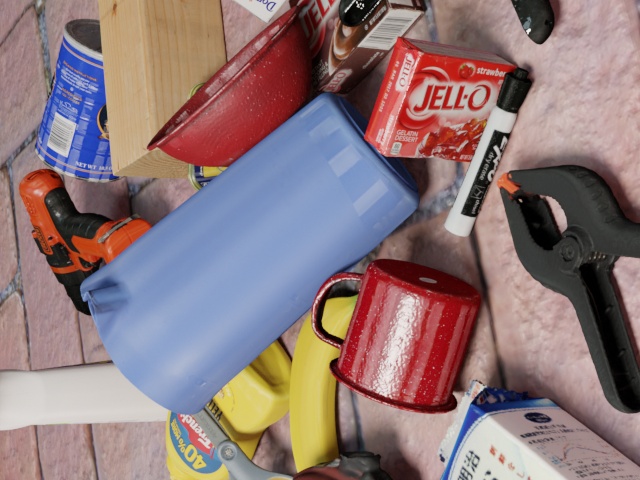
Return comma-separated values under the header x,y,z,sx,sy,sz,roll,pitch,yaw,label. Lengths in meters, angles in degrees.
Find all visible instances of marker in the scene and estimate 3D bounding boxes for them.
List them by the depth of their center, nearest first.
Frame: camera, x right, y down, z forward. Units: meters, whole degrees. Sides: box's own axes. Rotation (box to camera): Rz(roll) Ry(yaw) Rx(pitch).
x,y,z,sx,sy,sz,roll,pitch,yaw,label
0.113,-0.059,0.721,0.020,0.020,0.121,44,123,44,marker

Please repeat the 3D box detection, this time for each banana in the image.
x,y,z,sx,sy,sz,roll,pitch,yaw,label
0.003,0.128,0.850,0.070,0.037,0.198,17,103,52,banana

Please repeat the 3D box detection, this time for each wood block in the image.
x,y,z,sx,sy,sz,roll,pitch,yaw,label
-0.150,-0.170,1.018,0.091,0.090,0.206,-20,74,52,wood block

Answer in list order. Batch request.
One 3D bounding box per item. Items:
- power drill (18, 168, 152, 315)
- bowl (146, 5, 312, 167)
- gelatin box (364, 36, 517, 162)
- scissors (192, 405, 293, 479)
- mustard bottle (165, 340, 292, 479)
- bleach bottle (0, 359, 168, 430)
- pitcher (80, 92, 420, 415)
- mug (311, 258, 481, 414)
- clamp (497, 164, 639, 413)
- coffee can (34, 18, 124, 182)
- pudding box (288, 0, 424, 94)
x,y,z,sx,sy,sz,roll,pitch,yaw,label
-0.231,0.023,1.115,0.188,0.057,0.184,18,137,43,power drill
-0.059,-0.107,0.826,0.055,0.162,0.162,47,142,-14,bowl
0.079,-0.091,0.709,0.030,0.089,0.073,44,123,44,gelatin box
-0.082,0.196,0.884,0.202,0.016,0.096,35,80,15,scissors
-0.093,0.160,0.959,0.096,0.058,0.192,52,130,24,mustard bottle
-0.234,0.143,0.988,0.103,0.250,0.068,-14,78,52,bleach bottle
-0.044,0.010,0.795,0.243,0.145,0.149,-40,10,12,pitcher
0.050,0.059,0.736,0.117,0.093,0.081,19,102,16,mug
0.167,0.002,0.631,0.120,0.039,0.171,-58,47,33,clamp
-0.233,-0.146,1.118,0.103,0.102,0.140,48,126,42,coffee can
0.025,-0.180,0.826,0.114,0.039,0.090,-40,59,46,pudding box
